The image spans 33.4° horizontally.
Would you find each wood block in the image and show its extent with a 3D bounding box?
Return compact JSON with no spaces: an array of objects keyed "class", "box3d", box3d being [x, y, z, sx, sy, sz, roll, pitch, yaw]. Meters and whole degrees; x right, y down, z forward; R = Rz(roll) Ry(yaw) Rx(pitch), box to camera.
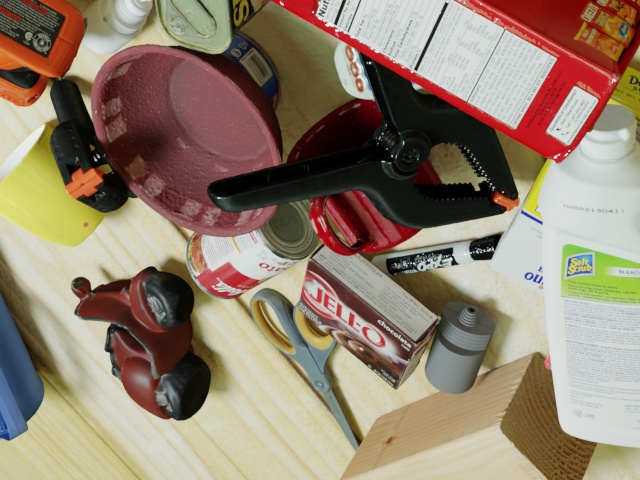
[{"class":"wood block","box3d":[0.122,0.183,0.902,0.090,0.090,0.207,47,138,-10]}]

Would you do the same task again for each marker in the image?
[{"class":"marker","box3d":[0.092,0.012,0.823,0.121,0.020,0.020,-11,120,40]}]

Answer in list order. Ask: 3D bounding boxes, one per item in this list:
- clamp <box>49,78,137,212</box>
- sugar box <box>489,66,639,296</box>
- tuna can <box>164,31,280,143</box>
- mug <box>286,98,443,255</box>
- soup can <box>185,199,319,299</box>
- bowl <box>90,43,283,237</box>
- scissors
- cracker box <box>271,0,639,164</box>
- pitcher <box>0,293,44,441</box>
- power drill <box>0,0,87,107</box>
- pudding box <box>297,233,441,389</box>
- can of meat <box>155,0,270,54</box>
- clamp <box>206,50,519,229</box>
[{"class":"clamp","box3d":[-0.177,-0.060,0.862,0.039,0.171,0.120,-38,117,10]},{"class":"sugar box","box3d":[0.188,-0.027,0.704,0.093,0.048,0.176,28,141,5]},{"class":"tuna can","box3d":[-0.075,-0.117,0.810,0.086,0.033,0.086,19,135,19]},{"class":"mug","box3d":[0.031,-0.038,0.751,0.093,0.117,0.081,-12,124,41]},{"class":"soup can","box3d":[-0.056,0.001,0.877,0.068,0.068,0.102,48,137,-12]},{"class":"bowl","box3d":[-0.086,-0.082,0.779,0.162,0.055,0.162,19,135,20]},{"class":"scissors","box3d":[0.011,0.120,0.978,0.096,0.016,0.201,-20,114,43]},{"class":"cracker box","box3d":[0.074,-0.153,0.579,0.214,0.164,0.072,31,136,7]},{"class":"pitcher","box3d":[-0.389,0.099,1.147,0.149,0.145,0.243,-3,125,10]},{"class":"power drill","box3d":[-0.272,-0.165,0.809,0.184,0.057,0.188,25,169,-30]},{"class":"pudding box","box3d":[0.036,0.058,0.863,0.113,0.039,0.090,37,153,14]},{"class":"can of meat","box3d":[-0.065,-0.189,0.701,0.057,0.083,0.102,17,135,21]},{"class":"clamp","box3d":[0.050,-0.070,0.677,0.209,0.036,0.165,14,113,-29]}]
